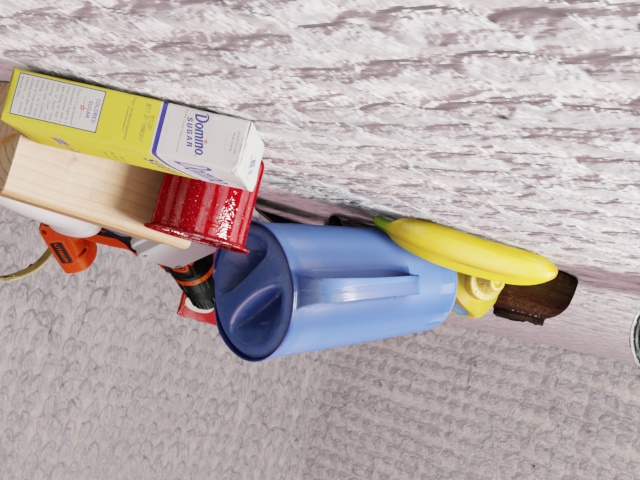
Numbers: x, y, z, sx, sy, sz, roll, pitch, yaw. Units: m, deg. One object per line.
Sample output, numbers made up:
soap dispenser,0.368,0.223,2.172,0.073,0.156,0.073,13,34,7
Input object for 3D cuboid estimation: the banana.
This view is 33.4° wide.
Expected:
banana,0.151,0.010,1.056,0.197,0.037,0.069,18,-158,-8

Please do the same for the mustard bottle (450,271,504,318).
mustard bottle,0.146,0.043,1.198,0.096,0.058,0.192,54,162,-15

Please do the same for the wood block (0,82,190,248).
wood block,-0.204,-0.062,0.932,0.091,0.090,0.205,12,175,40

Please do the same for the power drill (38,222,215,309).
power drill,-0.211,0.011,1.216,0.188,0.057,0.184,6,143,17

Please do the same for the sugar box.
sugar box,-0.134,-0.079,0.788,0.176,0.048,0.093,15,175,5

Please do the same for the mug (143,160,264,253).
mug,-0.095,-0.038,0.925,0.093,0.081,0.117,14,175,8

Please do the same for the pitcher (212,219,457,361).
pitcher,0.027,0.046,1.063,0.242,0.145,0.149,-2,-137,-39
